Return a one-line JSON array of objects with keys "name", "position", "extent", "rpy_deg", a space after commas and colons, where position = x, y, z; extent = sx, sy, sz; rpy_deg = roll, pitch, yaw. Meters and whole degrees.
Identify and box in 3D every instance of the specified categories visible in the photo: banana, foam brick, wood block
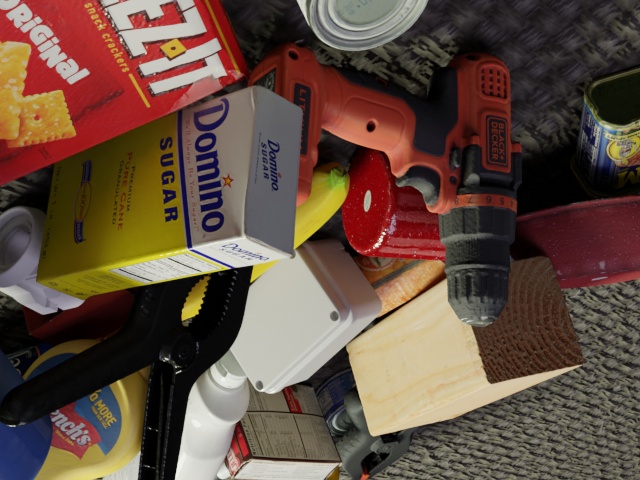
[{"name": "banana", "position": [-0.043, -0.003, 0.780], "extent": [0.198, 0.037, 0.069], "rpy_deg": [-40, 165, 28]}, {"name": "foam brick", "position": [-0.168, 0.037, 0.765], "extent": [0.078, 0.053, 0.051], "rpy_deg": [-32, 144, 15]}, {"name": "wood block", "position": [0.111, 0.092, 0.881], "extent": [0.090, 0.090, 0.206], "rpy_deg": [-9, 164, -25]}]

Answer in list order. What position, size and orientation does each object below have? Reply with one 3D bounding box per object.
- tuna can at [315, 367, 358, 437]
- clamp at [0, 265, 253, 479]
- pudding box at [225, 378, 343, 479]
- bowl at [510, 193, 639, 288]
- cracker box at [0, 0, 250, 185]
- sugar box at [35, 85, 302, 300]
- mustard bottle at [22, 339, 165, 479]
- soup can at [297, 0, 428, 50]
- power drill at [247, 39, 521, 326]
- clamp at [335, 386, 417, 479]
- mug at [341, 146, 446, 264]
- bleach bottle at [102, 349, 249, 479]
[{"name": "tuna can", "position": [0.039, 0.158, 1.052], "extent": [0.086, 0.034, 0.086], "rpy_deg": [-14, 144, -11]}, {"name": "clamp", "position": [-0.100, 0.079, 0.705], "extent": [0.209, 0.036, 0.164], "rpy_deg": [-54, 138, -27]}, {"name": "pudding box", "position": [-0.043, 0.174, 0.981], "extent": [0.113, 0.090, 0.039], "rpy_deg": [12, 133, -39]}, {"name": "bowl", "position": [0.223, 0.005, 0.865], "extent": [0.162, 0.055, 0.162], "rpy_deg": [-6, 170, -1]}, {"name": "cracker box", "position": [-0.162, -0.113, 0.553], "extent": [0.213, 0.072, 0.164], "rpy_deg": [-23, 146, 1]}, {"name": "sugar box", "position": [-0.092, -0.024, 0.630], "extent": [0.177, 0.093, 0.048], "rpy_deg": [-14, 154, 39]}, {"name": "mustard bottle", "position": [-0.175, 0.125, 0.741], "extent": [0.191, 0.096, 0.058], "rpy_deg": [-36, 164, -3]}, {"name": "soup can", "position": [0.010, -0.157, 0.557], "extent": [0.068, 0.102, 0.068], "rpy_deg": [-14, 144, -11]}, {"name": "power drill", "position": [0.044, -0.042, 0.681], "extent": [0.187, 0.184, 0.057], "rpy_deg": [8, 165, -28]}, {"name": "clamp", "position": [0.069, 0.181, 1.034], "extent": [0.120, 0.039, 0.172], "rpy_deg": [-5, 145, -14]}, {"name": "mug", "position": [0.062, -0.025, 0.784], "extent": [0.081, 0.093, 0.117], "rpy_deg": [3, 165, -24]}, {"name": "bleach bottle", "position": [-0.121, 0.184, 0.941], "extent": [0.067, 0.102, 0.251], "rpy_deg": [2, 140, -33]}]
